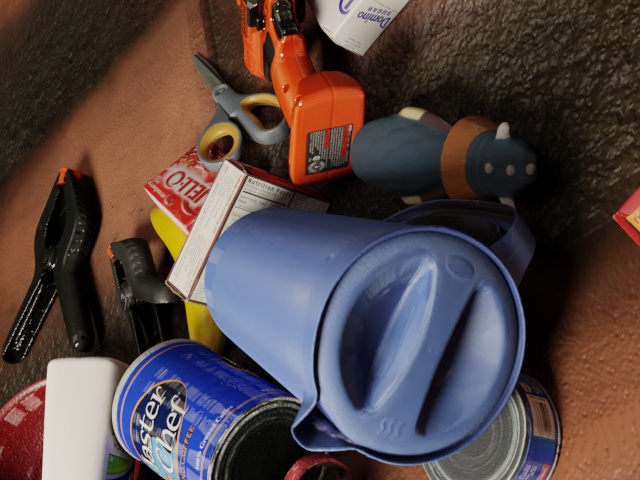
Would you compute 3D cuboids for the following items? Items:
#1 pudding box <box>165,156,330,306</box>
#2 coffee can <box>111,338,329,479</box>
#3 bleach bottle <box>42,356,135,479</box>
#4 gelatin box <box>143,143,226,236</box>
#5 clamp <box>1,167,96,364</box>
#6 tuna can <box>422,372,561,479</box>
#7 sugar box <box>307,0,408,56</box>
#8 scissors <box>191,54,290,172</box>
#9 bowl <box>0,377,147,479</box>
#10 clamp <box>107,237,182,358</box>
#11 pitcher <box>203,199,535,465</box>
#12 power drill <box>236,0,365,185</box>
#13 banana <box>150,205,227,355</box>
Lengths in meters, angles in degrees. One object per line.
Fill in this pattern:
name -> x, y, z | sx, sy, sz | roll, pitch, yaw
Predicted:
pudding box -> -0.055, 0.001, 0.828 | 0.039, 0.089, 0.113 | 35, 103, 48
coffee can -> -0.076, 0.141, 0.786 | 0.141, 0.102, 0.103 | 19, 90, 50
bleach bottle -> -0.182, 0.223, 0.831 | 0.068, 0.102, 0.251 | -2, 71, 8
gelatin box -> -0.102, -0.044, 0.920 | 0.073, 0.030, 0.089 | -40, 41, -9
clamp -> -0.263, 0.026, 1.092 | 0.165, 0.036, 0.210 | -3, 73, 48
tuna can -> 0.101, 0.119, 0.649 | 0.086, 0.033, 0.086 | -21, 61, 42
sugar box -> 0.057, -0.240, 0.829 | 0.176, 0.048, 0.093 | -46, 46, 25
scissors -> -0.097, -0.115, 0.953 | 0.096, 0.016, 0.202 | -44, 39, -13
bowl -> -0.216, 0.199, 0.928 | 0.162, 0.055, 0.162 | -6, 65, 13
clamp -> -0.155, 0.045, 0.941 | 0.171, 0.039, 0.120 | 60, 141, 41
pitcher -> 0.019, 0.037, 0.684 | 0.243, 0.149, 0.145 | -161, 76, -65
power drill -> -0.019, -0.151, 0.813 | 0.184, 0.057, 0.188 | 90, 164, -54
banana -> -0.113, 0.030, 0.923 | 0.070, 0.037, 0.198 | -42, 48, 30
